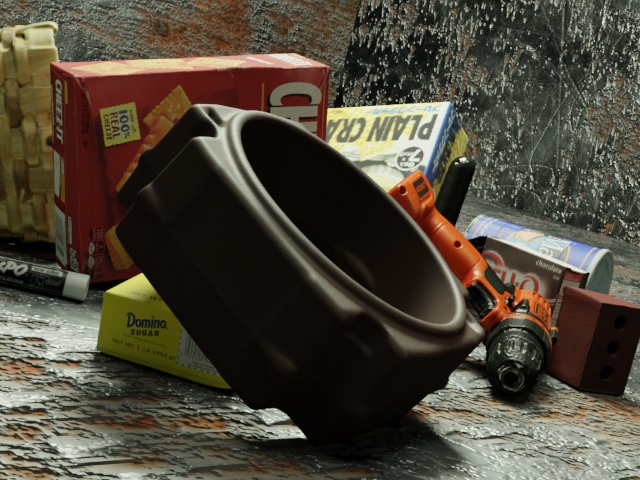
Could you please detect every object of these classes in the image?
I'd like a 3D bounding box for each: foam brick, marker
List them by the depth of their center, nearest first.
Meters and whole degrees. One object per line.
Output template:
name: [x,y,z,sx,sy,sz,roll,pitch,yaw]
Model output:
marker: [-0.225,0.020,0.755,0.121,0.020,0.020,13,8,-6]
foam brick: [0.233,0.085,0.905,0.052,0.078,0.051,10,7,-26]

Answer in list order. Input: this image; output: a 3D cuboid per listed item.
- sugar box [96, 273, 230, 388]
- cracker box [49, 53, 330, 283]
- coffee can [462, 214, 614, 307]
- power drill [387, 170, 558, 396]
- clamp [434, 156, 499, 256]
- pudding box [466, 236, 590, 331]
sugar box: [-0.066,0.041,0.712,0.093,0.048,0.176,15,18,12]
cracker box: [-0.101,-0.061,0.850,0.213,0.164,0.072,-7,21,-28]
coffee can: [0.219,0.040,1.108,0.140,0.103,0.102,18,9,28]
power drill: [0.114,0.034,0.864,0.187,0.057,0.184,48,17,1]
clamp: [0.108,0.003,1.008,0.039,0.120,0.171,10,41,44]
pudding box: [0.191,0.054,1.007,0.039,0.090,0.114,9,9,-36]
